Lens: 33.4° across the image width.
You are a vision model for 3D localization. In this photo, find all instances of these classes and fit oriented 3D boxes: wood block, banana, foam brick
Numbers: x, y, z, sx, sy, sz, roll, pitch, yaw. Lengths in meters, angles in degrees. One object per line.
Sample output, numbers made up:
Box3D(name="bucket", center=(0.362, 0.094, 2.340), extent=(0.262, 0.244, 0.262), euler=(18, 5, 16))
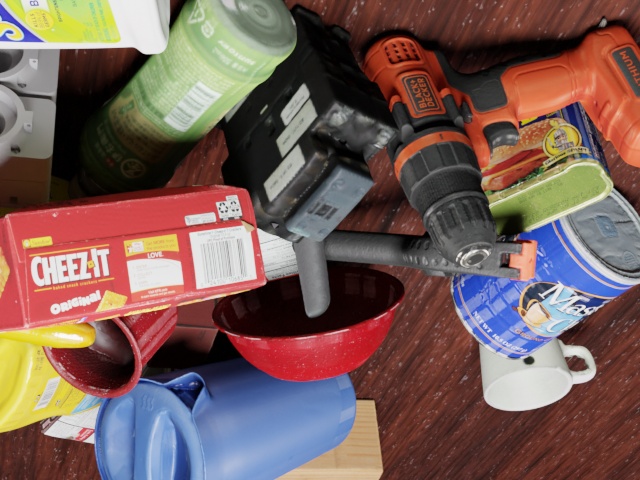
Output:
Box3D(name="wood block", center=(-0.046, 0.230, 1.166), extent=(0.206, 0.091, 0.090), euler=(3, 144, -12))
Box3D(name="banana", center=(-0.268, 0.050, 0.795), extent=(0.197, 0.037, 0.070), euler=(17, -177, -34))
Box3D(name="foam brick", center=(-0.126, 0.076, 0.971), extent=(0.053, 0.051, 0.078), euler=(6, 144, -18))

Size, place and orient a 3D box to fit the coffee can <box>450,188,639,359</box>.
Box3D(name="coffee can", center=(0.193, 0.024, 0.899), extent=(0.102, 0.103, 0.141), euler=(17, 139, -29))

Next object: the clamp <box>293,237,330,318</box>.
Box3D(name="clamp", center=(-0.033, -0.032, 0.809), extent=(0.120, 0.039, 0.172), euler=(17, 114, 5))

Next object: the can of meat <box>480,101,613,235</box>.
Box3D(name="can of meat", center=(0.158, -0.061, 0.790), extent=(0.102, 0.084, 0.057), euler=(-26, 141, 26))

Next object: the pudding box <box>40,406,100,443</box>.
Box3D(name="pudding box", center=(-0.222, 0.178, 1.113), extent=(0.113, 0.039, 0.090), euler=(17, 138, -32))

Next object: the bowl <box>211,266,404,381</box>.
Box3D(name="bowl", center=(-0.007, 0.073, 0.891), extent=(0.162, 0.162, 0.055), euler=(-8, 108, 2))

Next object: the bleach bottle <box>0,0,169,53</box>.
Box3D(name="bleach bottle", center=(-0.221, -0.152, 0.626), extent=(0.251, 0.068, 0.102), euler=(-4, 144, 1))

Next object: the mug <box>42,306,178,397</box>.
Box3D(name="mug", center=(-0.174, 0.078, 0.887), extent=(0.093, 0.081, 0.117), euler=(27, 124, 8))

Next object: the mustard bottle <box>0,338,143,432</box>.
Box3D(name="mustard bottle", center=(-0.221, 0.115, 0.963), extent=(0.191, 0.058, 0.096), euler=(0, 122, -61))

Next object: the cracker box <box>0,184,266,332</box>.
Box3D(name="cracker box", center=(-0.165, 0.016, 0.694), extent=(0.163, 0.072, 0.214), euler=(-9, 180, -39))

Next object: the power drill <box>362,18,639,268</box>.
Box3D(name="power drill", center=(0.135, -0.072, 0.702), extent=(0.187, 0.184, 0.057), euler=(-9, 146, -12))

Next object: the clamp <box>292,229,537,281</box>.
Box3D(name="clamp", center=(0.100, 0.010, 0.831), extent=(0.164, 0.036, 0.210), euler=(3, -179, -37))

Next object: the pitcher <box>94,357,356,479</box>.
Box3D(name="pitcher", center=(-0.081, 0.177, 0.982), extent=(0.149, 0.145, 0.242), euler=(-13, 177, 38))
